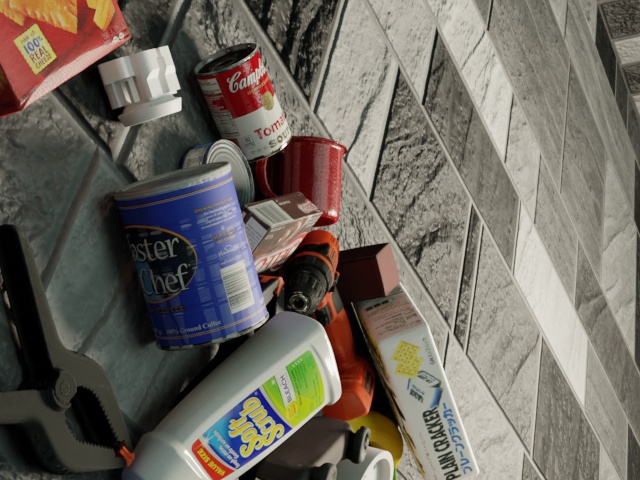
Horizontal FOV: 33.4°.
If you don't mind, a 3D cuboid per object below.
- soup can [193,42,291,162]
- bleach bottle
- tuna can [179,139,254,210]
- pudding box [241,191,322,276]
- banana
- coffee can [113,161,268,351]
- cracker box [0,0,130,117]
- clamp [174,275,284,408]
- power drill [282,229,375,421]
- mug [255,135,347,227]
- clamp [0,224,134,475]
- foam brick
[{"bbox_3d":[-0.077,-0.137,1.072,0.102,0.069,0.068,68,30,-26],"label":"soup can"},{"bbox_3d":[-0.084,0.168,0.927,0.250,0.068,0.102,-40,129,-38],"label":"bleach bottle"},{"bbox_3d":[-0.101,-0.053,1.037,0.086,0.034,0.086,28,58,-57],"label":"tuna can"},{"bbox_3d":[-0.057,0.001,1.046,0.039,0.090,0.113,43,25,16],"label":"pudding box"},{"bbox_3d":[0.057,0.232,1.252,0.197,0.037,0.069,40,46,-52],"label":"banana"},{"bbox_3d":[-0.111,0.012,0.923,0.102,0.103,0.140,-33,111,-61],"label":"coffee can"},{"bbox_3d":[-0.239,-0.213,0.777,0.164,0.072,0.213,-53,128,-55],"label":"cracker box"},{"bbox_3d":[-0.070,0.118,1.018,0.171,0.039,0.120,-62,146,-26],"label":"clamp"},{"bbox_3d":[0.008,0.095,1.142,0.184,0.057,0.187,-65,143,-69],"label":"power drill"},{"bbox_3d":[-0.026,-0.062,1.129,0.117,0.093,0.081,16,73,-52],"label":"mug"},{"bbox_3d":[-0.207,0.115,0.778,0.210,0.036,0.164,62,32,-34],"label":"clamp"},{"bbox_3d":[0.045,0.039,1.244,0.052,0.078,0.051,-38,114,-60],"label":"foam brick"}]
